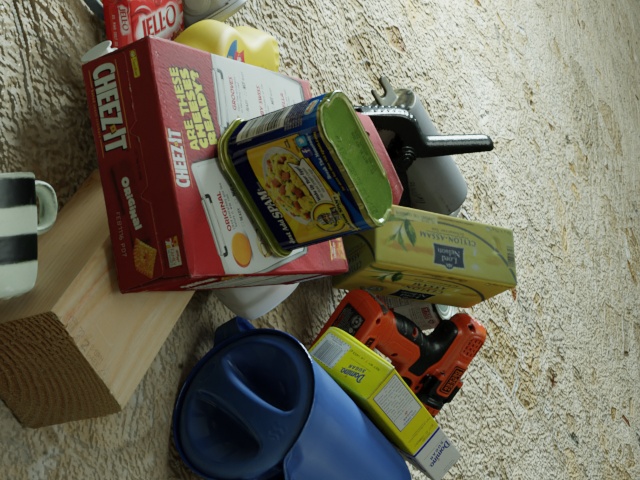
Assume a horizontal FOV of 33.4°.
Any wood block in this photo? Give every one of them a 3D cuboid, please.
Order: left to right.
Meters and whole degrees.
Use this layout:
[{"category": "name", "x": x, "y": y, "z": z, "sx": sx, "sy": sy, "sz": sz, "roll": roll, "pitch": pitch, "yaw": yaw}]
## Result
[{"category": "wood block", "x": -0.155, "y": 0.029, "z": 0.774, "sx": 0.090, "sy": 0.091, "sz": 0.206, "roll": 61, "pitch": 31, "yaw": -25}]

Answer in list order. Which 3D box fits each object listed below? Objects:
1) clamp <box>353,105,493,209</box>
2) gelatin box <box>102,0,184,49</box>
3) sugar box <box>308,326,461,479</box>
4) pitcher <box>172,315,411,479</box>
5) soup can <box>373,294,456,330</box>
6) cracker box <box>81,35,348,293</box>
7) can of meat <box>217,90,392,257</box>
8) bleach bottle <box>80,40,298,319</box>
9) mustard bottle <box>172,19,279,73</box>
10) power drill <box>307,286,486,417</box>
[{"category": "clamp", "x": 0.107, "y": -0.109, "z": 1.294, "sx": 0.209, "sy": 0.164, "sz": 0.036, "roll": 39, "pitch": 11, "yaw": -38}, {"category": "gelatin box", "x": -0.149, "y": -0.179, "z": 0.919, "sx": 0.089, "sy": 0.030, "sz": 0.073, "roll": -44, "pitch": 136, "yaw": -59}, {"category": "sugar box", "x": 0.062, "y": 0.160, "z": 1.023, "sx": 0.048, "sy": 0.093, "sz": 0.176, "roll": -46, "pitch": 133, "yaw": -12}, {"category": "pitcher", "x": -0.014, "y": 0.179, "z": 0.946, "sx": 0.242, "sy": 0.145, "sz": 0.149, "roll": 48, "pitch": 59, "yaw": -48}, {"category": "soup can", "x": 0.094, "y": 0.072, "z": 1.205, "sx": 0.068, "sy": 0.102, "sz": 0.068, "roll": 34, "pitch": 49, "yaw": -52}, {"category": "cracker box", "x": -0.072, "y": -0.047, "z": 0.788, "sx": 0.213, "sy": 0.072, "sz": 0.164, "roll": 1, "pitch": 76, "yaw": -60}, {"category": "can of meat", "x": -0.008, "y": -0.046, "z": 0.736, "sx": 0.102, "sy": 0.084, "sz": 0.057, "roll": 60, "pitch": 33, "yaw": -24}, {"category": "bleach bottle", "x": -0.114, "y": -0.052, "z": 0.885, "sx": 0.068, "sy": 0.103, "sz": 0.250, "roll": -39, "pitch": 120, "yaw": -13}, {"category": "mustard bottle", "x": -0.097, "y": -0.146, "z": 0.945, "sx": 0.096, "sy": 0.058, "sz": 0.191, "roll": -68, "pitch": 166, "yaw": 13}, {"category": "power drill", "x": 0.070, "y": 0.138, "z": 1.121, "sx": 0.187, "sy": 0.184, "sz": 0.057, "roll": 25, "pitch": 11, "yaw": -42}]
